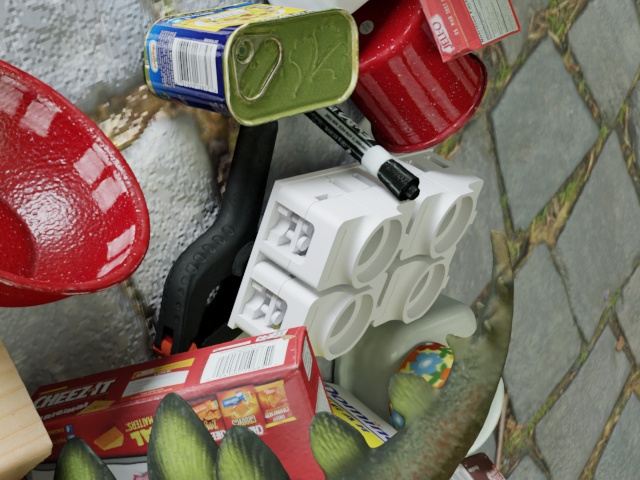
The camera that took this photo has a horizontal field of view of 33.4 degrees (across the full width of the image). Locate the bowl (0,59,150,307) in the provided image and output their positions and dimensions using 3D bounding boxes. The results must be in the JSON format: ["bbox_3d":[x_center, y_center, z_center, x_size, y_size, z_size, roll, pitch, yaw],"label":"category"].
[{"bbox_3d":[-0.165,-0.022,0.518,0.161,0.162,0.055,9,133,-47],"label":"bowl"}]

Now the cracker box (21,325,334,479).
[{"bbox_3d":[-0.057,0.168,0.596,0.072,0.164,0.213,-76,150,-72],"label":"cracker box"}]

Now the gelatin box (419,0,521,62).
[{"bbox_3d":[0.092,-0.159,0.692,0.089,0.030,0.073,-33,102,-56],"label":"gelatin box"}]

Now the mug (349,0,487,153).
[{"bbox_3d":[0.061,-0.129,0.727,0.117,0.093,0.081,-53,129,-10],"label":"mug"}]

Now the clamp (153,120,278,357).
[{"bbox_3d":[-0.055,0.001,0.690,0.171,0.039,0.120,-53,134,-19],"label":"clamp"}]

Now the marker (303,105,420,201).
[{"bbox_3d":[0.021,-0.065,0.688,0.020,0.121,0.020,-33,150,-22],"label":"marker"}]

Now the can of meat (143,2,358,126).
[{"bbox_3d":[-0.042,-0.108,0.633,0.101,0.084,0.057,-21,118,-40],"label":"can of meat"}]
